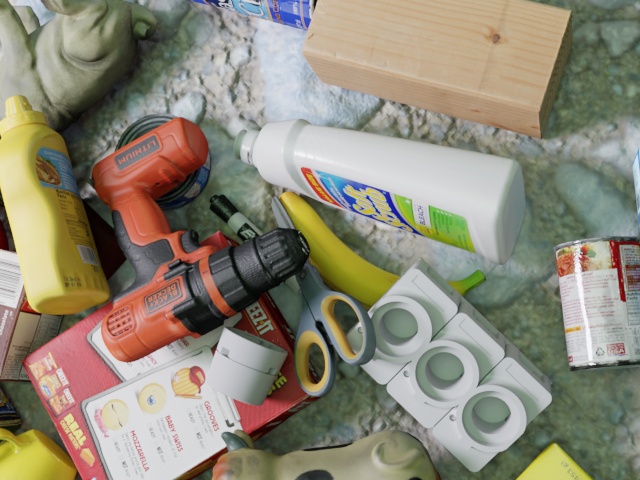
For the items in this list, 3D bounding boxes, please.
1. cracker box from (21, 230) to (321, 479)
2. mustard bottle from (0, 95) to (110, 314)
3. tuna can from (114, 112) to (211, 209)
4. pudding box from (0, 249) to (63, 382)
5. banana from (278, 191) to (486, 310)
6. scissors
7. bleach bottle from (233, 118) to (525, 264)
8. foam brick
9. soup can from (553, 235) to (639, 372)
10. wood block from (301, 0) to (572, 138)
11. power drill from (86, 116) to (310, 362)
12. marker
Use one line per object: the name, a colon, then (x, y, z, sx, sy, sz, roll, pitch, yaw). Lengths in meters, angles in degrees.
cracker box: (-0.127, 0.119, 0.931, 0.214, 0.072, 0.164, -33, 77, 5)
mustard bottle: (-0.236, -0.035, 0.912, 0.058, 0.096, 0.191, -20, 78, 11)
tuna can: (-0.145, -0.072, 0.984, 0.086, 0.033, 0.086, -2, 81, 13)
pudding box: (-0.269, 0.071, 0.962, 0.039, 0.090, 0.113, 15, 84, 13)
banana: (0.040, 0.023, 0.927, 0.198, 0.037, 0.069, 24, 66, 14)
scissors: (-0.016, 0.050, 0.889, 0.096, 0.016, 0.202, -62, 39, 17)
bleach bottle: (0.044, -0.052, 0.913, 0.251, 0.102, 0.068, 15, 68, 21)
foam brick: (-0.222, -0.001, 0.982, 0.078, 0.051, 0.053, 41, 92, 15)
soup can: (0.228, 0.052, 0.859, 0.068, 0.068, 0.102, -7, 80, 12)
wood block: (0.101, -0.164, 0.912, 0.206, 0.090, 0.091, 17, 85, 15)
power drill: (-0.111, -0.011, 0.882, 0.184, 0.057, 0.188, -27, 54, 10)
marker: (-0.056, 0.001, 0.959, 0.121, 0.020, 0.020, 44, 93, 16)
